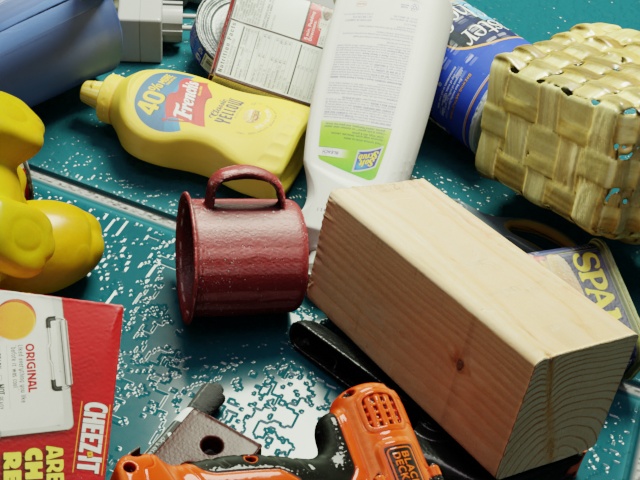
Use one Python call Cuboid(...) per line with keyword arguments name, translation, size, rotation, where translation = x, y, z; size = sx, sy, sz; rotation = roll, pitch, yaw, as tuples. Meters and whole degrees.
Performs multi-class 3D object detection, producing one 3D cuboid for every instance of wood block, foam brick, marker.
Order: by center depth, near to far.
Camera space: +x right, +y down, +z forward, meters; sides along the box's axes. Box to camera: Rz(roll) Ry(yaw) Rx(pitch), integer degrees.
Cuboid(name="foam brick", translation=(-0.078, 0.152, 0.638), size=(0.053, 0.051, 0.078), rotation=(25, 48, 17))
Cuboid(name="marker", translation=(-0.098, 0.133, 0.676), size=(0.020, 0.020, 0.121), rotation=(26, 48, 17))
Cuboid(name="wood block", translation=(0.089, 0.048, 0.697), size=(0.090, 0.091, 0.206), rotation=(-9, 35, -34))

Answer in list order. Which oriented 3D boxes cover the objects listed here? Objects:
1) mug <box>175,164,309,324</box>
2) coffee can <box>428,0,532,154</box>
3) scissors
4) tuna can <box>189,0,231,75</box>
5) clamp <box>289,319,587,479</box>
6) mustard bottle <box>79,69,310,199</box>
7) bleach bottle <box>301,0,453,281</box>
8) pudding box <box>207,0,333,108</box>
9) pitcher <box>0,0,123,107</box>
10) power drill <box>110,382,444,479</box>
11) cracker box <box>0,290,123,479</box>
Cuboid(name="mug", translation=(-0.055, 0.001, 0.748), size=(0.081, 0.117, 0.093), rotation=(-1, 27, -15))
Cuboid(name="coffee can", translation=(0.117, -0.150, 0.924), size=(0.102, 0.103, 0.140), rotation=(-30, 56, -31))
Cuboid(name="scissors", translation=(0.107, -0.008, 0.844), size=(0.202, 0.016, 0.096), rotation=(22, 47, 14))
Cuboid(name="tuna can", translation=(-0.073, -0.182, 0.956), size=(0.086, 0.034, 0.086), rotation=(6, 69, -17))
Cuboid(name="clamp", translation=(0.067, 0.118, 0.700), size=(0.210, 0.036, 0.164), rotation=(5, 39, -6))
Cuboid(name="mustard bottle", translation=(-0.107, -0.096, 0.873), size=(0.192, 0.058, 0.096), rotation=(17, 46, 10))
Cuboid(name="bleach bottle", translation=(0.028, -0.084, 0.828), size=(0.103, 0.068, 0.250), rotation=(8, 70, 24))
Cuboid(name="pudding box", translation=(-0.031, -0.163, 0.915), size=(0.113, 0.039, 0.090), rotation=(17, 86, -9))
Cuboid(name="pitcher", translation=(-0.284, -0.149, 0.846), size=(0.145, 0.149, 0.242), rotation=(37, 55, 26))
Cuboid(name="power drill", translation=(-0.011, 0.169, 0.568), size=(0.187, 0.057, 0.184), rotation=(-4, 50, -24))
Cuboid(name="cracker box", translation=(-0.228, 0.108, 0.593), size=(0.213, 0.072, 0.164), rotation=(8, 68, -14))
